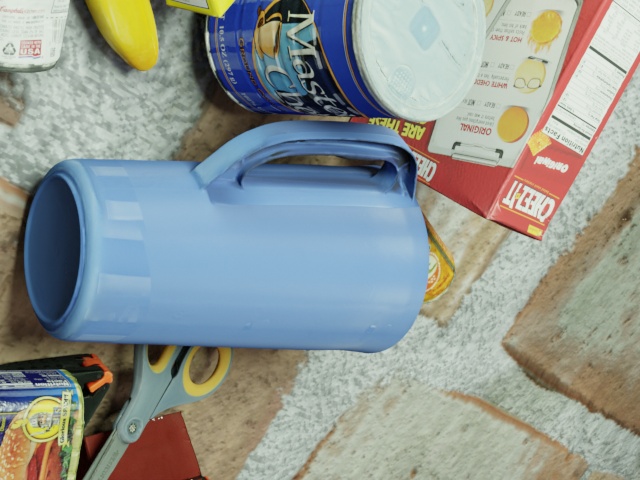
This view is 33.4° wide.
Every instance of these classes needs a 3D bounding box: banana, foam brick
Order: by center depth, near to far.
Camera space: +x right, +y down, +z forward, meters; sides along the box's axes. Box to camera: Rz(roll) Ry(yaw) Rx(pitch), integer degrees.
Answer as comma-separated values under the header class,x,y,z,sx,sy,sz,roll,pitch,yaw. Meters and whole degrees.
class,x,y,z,sx,sy,sz,roll,pitch,yaw
banana,-0.109,-0.190,0.594,0.069,0.037,0.198,-4,117,-34
foam brick,-0.133,0.161,0.754,0.078,0.051,0.053,-10,161,-34

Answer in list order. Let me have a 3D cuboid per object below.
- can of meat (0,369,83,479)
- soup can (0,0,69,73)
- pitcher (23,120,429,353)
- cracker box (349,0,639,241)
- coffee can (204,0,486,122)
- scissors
class,x,y,z,sx,sy,sz,roll,pitch,yaw
can of meat,-0.195,0.128,0.647,0.083,0.058,0.102,4,103,-37
soup can,-0.164,-0.146,0.556,0.068,0.069,0.102,-3,116,-37
pitcher,-0.054,0.001,0.685,0.242,0.145,0.149,3,85,-36
cracker box,0.130,-0.129,0.729,0.072,0.164,0.214,20,101,-41
coffee can,0.013,-0.125,0.639,0.102,0.141,0.103,-8,102,-41
scissors,-0.115,0.127,0.732,0.096,0.016,0.201,34,68,-44
